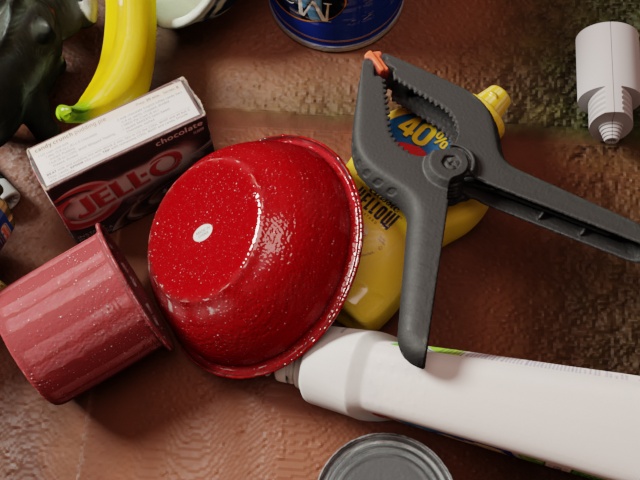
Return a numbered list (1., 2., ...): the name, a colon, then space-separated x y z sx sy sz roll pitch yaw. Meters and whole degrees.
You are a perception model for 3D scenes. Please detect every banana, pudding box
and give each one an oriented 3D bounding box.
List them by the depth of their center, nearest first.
1. pudding box: -0.126 -0.050 0.702 0.113 0.090 0.039 -29 70 -10
2. banana: -0.136 -0.150 0.729 0.037 0.069 0.198 -5 62 14

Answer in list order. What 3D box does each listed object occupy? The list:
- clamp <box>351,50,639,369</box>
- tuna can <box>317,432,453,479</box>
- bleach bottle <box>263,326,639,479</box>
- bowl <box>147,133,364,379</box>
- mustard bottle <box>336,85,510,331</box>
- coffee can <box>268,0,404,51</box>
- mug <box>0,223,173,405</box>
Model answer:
1. clamp: 0.072 -0.030 0.647 0.164 0.036 0.210 -30 64 -17
2. tuna can: 0.039 0.161 0.643 0.086 0.034 0.086 -1 68 2
3. bleach bottle: 0.090 0.094 0.644 0.251 0.102 0.068 10 84 15
4. bowl: -0.054 0.001 0.656 0.162 0.055 0.162 -15 64 33
5. mustard bottle: 0.059 -0.034 0.707 0.096 0.058 0.191 39 74 19
6. coffee can: 0.010 -0.210 0.734 0.103 0.140 0.103 -1 68 1
7. mug: -0.154 0.043 0.675 0.081 0.093 0.117 -31 40 -5
